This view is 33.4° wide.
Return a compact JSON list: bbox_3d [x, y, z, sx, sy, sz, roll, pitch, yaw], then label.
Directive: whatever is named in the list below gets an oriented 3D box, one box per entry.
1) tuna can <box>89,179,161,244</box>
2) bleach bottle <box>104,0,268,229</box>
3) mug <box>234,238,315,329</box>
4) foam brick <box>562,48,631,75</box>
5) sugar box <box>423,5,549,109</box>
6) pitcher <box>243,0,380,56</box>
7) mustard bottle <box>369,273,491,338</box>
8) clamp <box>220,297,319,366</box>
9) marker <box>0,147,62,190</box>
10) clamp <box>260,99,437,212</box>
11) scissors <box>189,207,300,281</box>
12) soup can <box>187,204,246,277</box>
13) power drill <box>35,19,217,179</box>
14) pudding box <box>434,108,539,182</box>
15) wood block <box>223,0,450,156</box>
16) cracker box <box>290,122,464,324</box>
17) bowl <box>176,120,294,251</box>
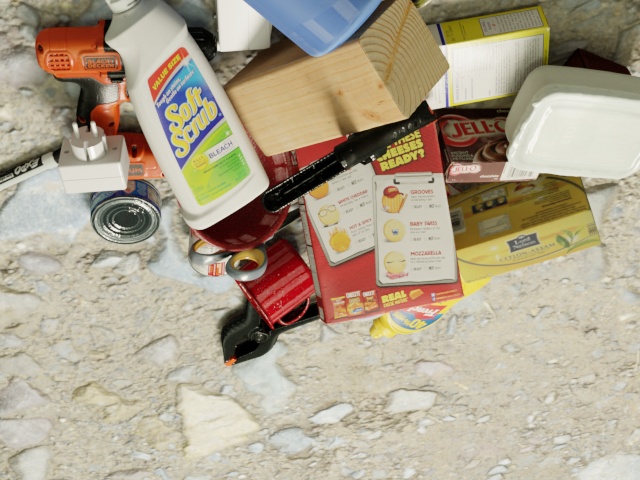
[{"bbox_3d":[-0.233,-0.034,1.279,0.086,0.034,0.086,-5,138,-5],"label":"tuna can"},{"bbox_3d":[-0.148,-0.138,1.065,0.102,0.068,0.250,-32,120,-7],"label":"bleach bottle"},{"bbox_3d":[-0.051,0.060,1.360,0.081,0.093,0.117,-36,126,-8],"label":"mug"},{"bbox_3d":[0.313,-0.174,1.212,0.078,0.053,0.051,16,132,-24],"label":"foam brick"},{"bbox_3d":[0.158,-0.195,1.166,0.176,0.048,0.093,-7,139,3],"label":"sugar box"},{"bbox_3d":[-0.060,-0.275,0.928,0.242,0.149,0.145,41,117,-16],"label":"pitcher"},{"bbox_3d":[0.134,0.075,1.447,0.096,0.058,0.192,25,128,-31],"label":"mustard bottle"},{"bbox_3d":[-0.074,0.119,1.473,0.120,0.039,0.172,20,133,-20],"label":"clamp"},{"bbox_3d":[-0.329,-0.082,1.219,0.121,0.020,0.020,-21,137,13],"label":"marker"},{"bbox_3d":[0.040,-0.095,1.117,0.209,0.036,0.165,-32,-176,-41],"label":"clamp"},{"bbox_3d":[-0.058,0.002,1.243,0.201,0.096,0.016,-17,131,-37],"label":"scissors"},{"bbox_3d":[-0.127,-0.012,1.297,0.068,0.068,0.102,-1,138,-10],"label":"soup can"},{"bbox_3d":[-0.200,-0.151,1.142,0.184,0.057,0.188,-1,135,-4],"label":"power drill"},{"bbox_3d":[0.190,-0.111,1.230,0.113,0.090,0.039,-1,140,-11],"label":"pudding box"},{"bbox_3d":[0.010,-0.160,1.060,0.207,0.090,0.090,-10,122,48],"label":"wood block"},{"bbox_3d":[0.062,-0.025,1.214,0.164,0.214,0.072,-11,-177,-9],"label":"cracker box"},{"bbox_3d":[-0.108,-0.070,1.208,0.161,0.162,0.055,31,165,-36],"label":"bowl"}]
